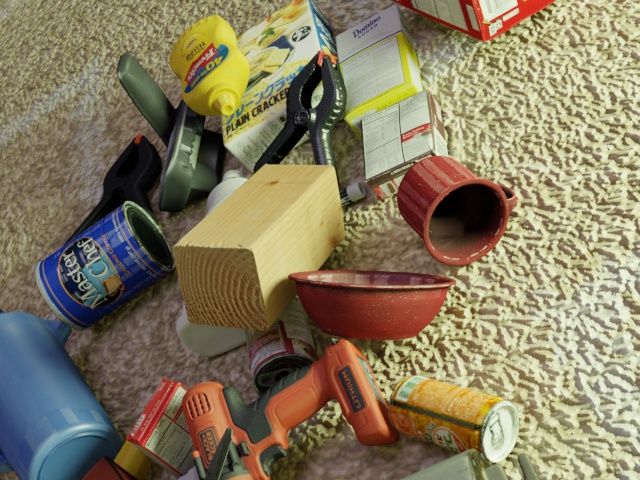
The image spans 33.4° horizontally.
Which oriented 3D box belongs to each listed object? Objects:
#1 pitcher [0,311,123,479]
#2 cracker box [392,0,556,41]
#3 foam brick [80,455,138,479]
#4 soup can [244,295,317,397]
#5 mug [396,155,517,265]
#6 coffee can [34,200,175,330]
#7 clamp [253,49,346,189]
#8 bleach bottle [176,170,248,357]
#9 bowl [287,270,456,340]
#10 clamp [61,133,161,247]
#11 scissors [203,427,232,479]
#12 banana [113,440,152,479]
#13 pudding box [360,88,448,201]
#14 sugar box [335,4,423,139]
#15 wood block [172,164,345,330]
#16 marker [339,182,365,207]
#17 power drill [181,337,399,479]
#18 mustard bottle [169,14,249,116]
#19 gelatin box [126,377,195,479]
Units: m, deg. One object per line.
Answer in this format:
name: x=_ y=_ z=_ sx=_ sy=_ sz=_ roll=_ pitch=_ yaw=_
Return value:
pitcher: x=-0.323 y=0.197 z=1.194 sx=0.243 sy=0.144 sz=0.149 roll=37 pitch=113 yaw=48
cracker box: x=0.191 y=-0.324 z=1.268 sx=0.164 sy=0.072 sz=0.214 roll=-32 pitch=36 yaw=-13
foam brick: x=-0.199 y=0.263 z=1.064 sx=0.053 sy=0.078 sz=0.051 roll=-47 pitch=38 yaw=-10
soup can: x=-0.042 y=0.105 z=1.087 sx=0.068 sy=0.068 sz=0.102 roll=-31 pitch=39 yaw=13
mug: x=0.138 y=-0.037 z=1.062 sx=0.117 sy=0.093 sz=0.082 roll=-15 pitch=30 yaw=-15
coffee can: x=-0.265 y=0.032 z=1.317 sx=0.140 sy=0.102 sz=0.103 roll=-34 pitch=39 yaw=10
clamp: x=-0.006 y=-0.133 z=1.251 sx=0.120 sy=0.039 sz=0.171 roll=26 pitch=101 yaw=27
bleach bottle: x=-0.109 y=0.012 z=1.238 sx=0.103 sy=0.068 sz=0.251 roll=-26 pitch=39 yaw=19
bowl: x=0.048 y=0.061 z=1.018 sx=0.162 sy=0.161 sz=0.055 roll=5 pitch=94 yaw=43
clamp: x=-0.276 y=-0.062 z=1.466 sx=0.165 sy=0.036 sz=0.210 roll=-21 pitch=41 yaw=24
scissors: x=-0.106 y=0.269 z=0.958 sx=0.202 sy=0.016 sz=0.096 roll=-58 pitch=47 yaw=29
banana: x=-0.233 y=0.267 z=1.098 sx=0.197 sy=0.069 sz=0.037 roll=-41 pitch=53 yaw=-14
pudding box: x=0.093 y=-0.109 z=1.198 sx=0.090 sy=0.039 sz=0.113 roll=-24 pitch=40 yaw=22
sugar box: x=0.072 y=-0.208 z=1.304 sx=0.093 sy=0.048 sz=0.176 roll=-25 pitch=38 yaw=20
wood block: x=-0.057 y=0.001 z=1.100 sx=0.091 sy=0.090 sz=0.205 roll=2 pitch=27 yaw=24
marker: x=-0.004 y=-0.034 z=1.225 sx=0.121 sy=0.020 sz=0.020 roll=-25 pitch=41 yaw=21
power drill: x=-0.027 y=0.188 z=0.981 sx=0.188 sy=0.057 sz=0.184 roll=-27 pitch=65 yaw=9
mustard bottle: x=-0.138 y=-0.213 z=1.370 sx=0.096 sy=0.058 sz=0.192 roll=-39 pitch=38 yaw=11
gelatin box: x=-0.144 y=0.192 z=1.074 sx=0.030 sy=0.089 sz=0.073 roll=7 pitch=59 yaw=44
